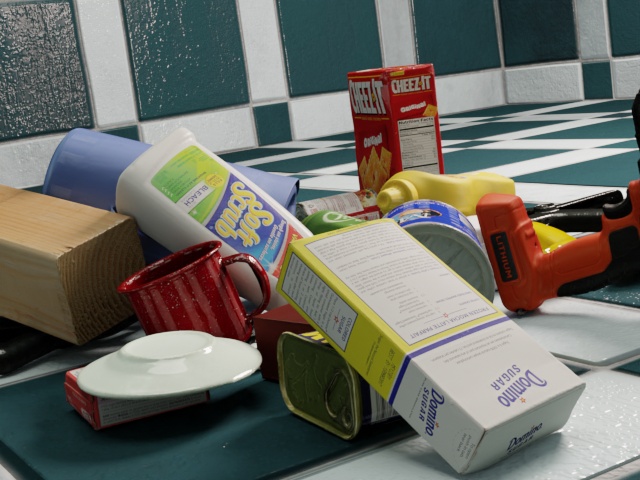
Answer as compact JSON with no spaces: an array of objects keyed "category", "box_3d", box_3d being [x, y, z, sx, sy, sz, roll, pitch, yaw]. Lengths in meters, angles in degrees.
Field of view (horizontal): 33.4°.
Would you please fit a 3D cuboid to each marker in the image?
[{"category":"marker","box_3d":[-0.052,0.084,0.901,0.020,0.020,0.121,-7,10,0]}]

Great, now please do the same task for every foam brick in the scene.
[{"category":"foam brick","box_3d":[-0.005,0.078,0.803,0.052,0.051,0.078,-17,13,-40]}]

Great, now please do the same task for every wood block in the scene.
[{"category":"wood block","box_3d":[-0.263,0.017,0.989,0.206,0.090,0.090,14,33,38]}]

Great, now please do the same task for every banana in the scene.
[{"category":"banana","box_3d":[0.226,0.006,1.038,0.069,0.037,0.197,30,8,3]}]

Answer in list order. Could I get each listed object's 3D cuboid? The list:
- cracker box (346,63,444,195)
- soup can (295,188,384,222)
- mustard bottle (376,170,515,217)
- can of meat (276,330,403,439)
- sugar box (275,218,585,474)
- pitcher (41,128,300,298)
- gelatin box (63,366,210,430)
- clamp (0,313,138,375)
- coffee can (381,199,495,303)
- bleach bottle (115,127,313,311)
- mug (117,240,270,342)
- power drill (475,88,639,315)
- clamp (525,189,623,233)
[{"category":"cracker box","box_3d":[0.097,-0.118,1.392,0.072,0.214,0.164,-10,10,-15]},{"category":"soup can","box_3d":[0.021,-0.023,1.333,0.102,0.068,0.069,-12,10,-21]},{"category":"mustard bottle","box_3d":[0.119,-0.043,1.104,0.096,0.058,0.191,-2,1,38]},{"category":"can of meat","box_3d":[0.032,0.087,0.709,0.083,0.057,0.102,-9,10,-28]},{"category":"sugar box","box_3d":[0.062,0.058,0.646,0.093,0.048,0.176,-15,47,-38]},{"category":"pitcher","box_3d":[-0.150,-0.027,1.063,0.243,0.145,0.149,16,-21,3]},{"category":"gelatin box","box_3d":[-0.136,0.109,0.789,0.089,0.030,0.073,-12,12,-26]},{"category":"clamp","box_3d":[-0.255,0.081,1.012,0.171,0.039,0.120,-16,23,-38]},{"category":"coffee can","box_3d":[0.088,0.025,0.887,0.103,0.103,0.140,-6,9,6]},{"category":"bleach bottle","box_3d":[-0.056,0.001,0.938,0.251,0.068,0.102,33,51,17]},{"category":"mug","box_3d":[-0.096,0.051,0.870,0.117,0.081,0.093,-22,11,7]},{"category":"power drill","box_3d":[0.226,-0.021,0.872,0.188,0.184,0.057,-13,5,33]},{"category":"clamp","box_3d":[0.268,-0.022,1.228,0.210,0.036,0.164,-9,9,0]}]
